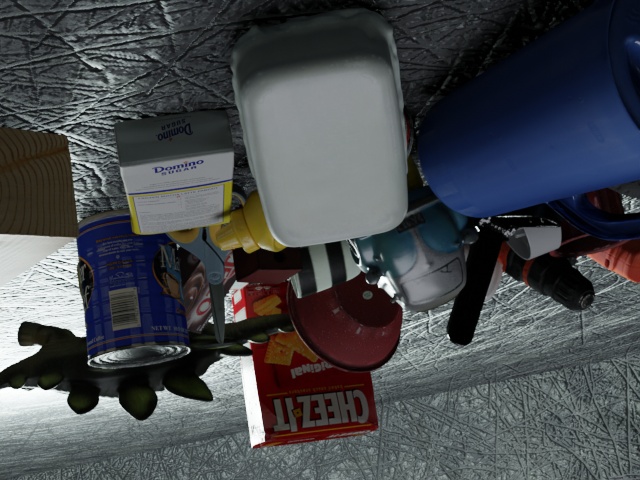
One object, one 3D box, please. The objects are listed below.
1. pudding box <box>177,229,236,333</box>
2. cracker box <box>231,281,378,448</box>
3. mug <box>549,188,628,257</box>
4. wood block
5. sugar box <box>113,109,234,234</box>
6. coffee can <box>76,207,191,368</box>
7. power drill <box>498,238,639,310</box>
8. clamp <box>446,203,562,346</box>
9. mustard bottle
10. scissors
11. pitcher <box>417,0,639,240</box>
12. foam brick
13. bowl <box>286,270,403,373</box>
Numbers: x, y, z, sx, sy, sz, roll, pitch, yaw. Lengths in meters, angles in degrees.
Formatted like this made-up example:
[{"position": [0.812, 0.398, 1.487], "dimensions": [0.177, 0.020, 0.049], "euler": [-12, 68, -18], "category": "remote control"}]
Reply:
[{"position": [-0.135, 0.044, 1.174], "dimensions": [0.113, 0.039, 0.090], "euler": [-54, 153, 6], "category": "pudding box"}, {"position": [-0.021, 0.160, 1.435], "dimensions": [0.164, 0.214, 0.072], "euler": [-4, 164, -20], "category": "cracker box"}, {"position": [0.284, -0.037, 1.151], "dimensions": [0.093, 0.081, 0.117], "euler": [-13, 163, 8], "category": "mug"}, {"position": [-0.293, -0.014, 0.886], "dimensions": [0.090, 0.090, 0.207], "euler": [4, 159, -40], "category": "wood block"}, {"position": [-0.123, -0.056, 0.920], "dimensions": [0.093, 0.048, 0.176], "euler": [-8, 161, -9], "category": "sugar box"}, {"position": [-0.190, 0.049, 1.075], "dimensions": [0.103, 0.140, 0.103], "euler": [-9, 165, -3], "category": "coffee can"}, {"position": [0.304, 0.020, 1.260], "dimensions": [0.187, 0.185, 0.057], "euler": [-2, 120, -32], "category": "power drill"}, {"position": [0.160, -0.008, 0.999], "dimensions": [0.036, 0.210, 0.165], "euler": [25, 116, -11], "category": "clamp"}, {"position": [-0.005, -0.036, 0.961], "dimensions": [0.192, 0.058, 0.096], "euler": [-24, 167, 6], "category": "mustard bottle"}, {"position": [-0.124, 0.024, 1.074], "dimensions": [0.096, 0.016, 0.202], "euler": [10, 126, -12], "category": "scissors"}, {"position": [0.185, -0.083, 0.796], "dimensions": [0.144, 0.149, 0.243], "euler": [21, 160, -24], "category": "pitcher"}, {"position": [-0.057, 0.001, 1.100], "dimensions": [0.052, 0.078, 0.051], "euler": [2, 163, -34], "category": "foam brick"}, {"position": [0.042, 0.074, 1.279], "dimensions": [0.161, 0.162, 0.055], "euler": [1, 152, -33], "category": "bowl"}]
